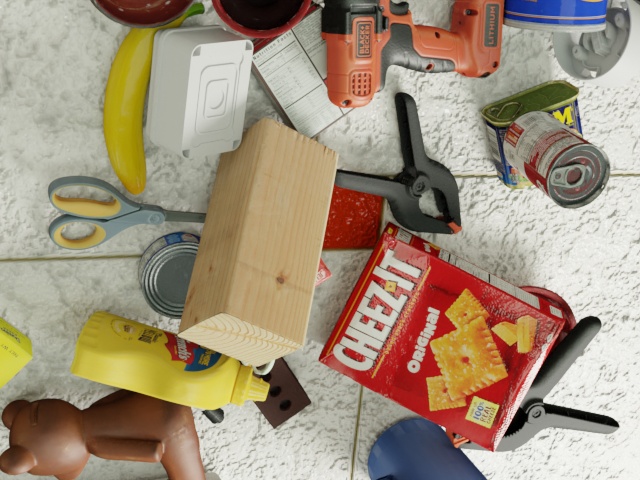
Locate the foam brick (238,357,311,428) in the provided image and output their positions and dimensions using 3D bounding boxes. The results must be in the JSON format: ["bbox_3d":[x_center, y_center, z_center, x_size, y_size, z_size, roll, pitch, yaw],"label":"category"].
[{"bbox_3d":[-0.055,0.153,1.164,0.053,0.051,0.078,-34,118,-3],"label":"foam brick"}]

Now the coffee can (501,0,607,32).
[{"bbox_3d":[0.234,-0.280,1.044,0.102,0.103,0.140,-4,109,-17],"label":"coffee can"}]

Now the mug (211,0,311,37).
[{"bbox_3d":[-0.044,-0.240,0.975,0.117,0.081,0.093,-33,102,5],"label":"mug"}]

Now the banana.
[{"bbox_3d":[-0.170,-0.139,1.012,0.069,0.037,0.198,16,106,-23],"label":"banana"}]

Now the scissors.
[{"bbox_3d":[-0.181,-0.014,1.065,0.201,0.016,0.096,17,126,-31],"label":"scissors"}]

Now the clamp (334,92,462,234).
[{"bbox_3d":[0.086,-0.058,1.128,0.120,0.039,0.171,-38,117,-3],"label":"clamp"}]

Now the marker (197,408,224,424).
[{"bbox_3d":[-0.146,0.160,1.156,0.020,0.020,0.121,-42,118,2],"label":"marker"}]

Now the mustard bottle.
[{"bbox_3d":[-0.145,0.126,1.066,0.191,0.096,0.058,16,105,-1],"label":"mustard bottle"}]

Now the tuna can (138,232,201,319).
[{"bbox_3d":[-0.144,0.036,1.096,0.086,0.034,0.086,-7,114,-16],"label":"tuna can"}]

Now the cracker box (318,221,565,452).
[{"bbox_3d":[0.129,0.103,1.143,0.214,0.072,0.164,27,102,3],"label":"cracker box"}]

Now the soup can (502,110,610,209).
[{"bbox_3d":[0.233,-0.083,1.066,0.068,0.102,0.068,-8,119,-15],"label":"soup can"}]

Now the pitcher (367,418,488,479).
[{"bbox_3d":[0.130,0.299,1.178,0.145,0.243,0.149,-29,118,-5],"label":"pitcher"}]

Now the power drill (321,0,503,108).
[{"bbox_3d":[0.088,-0.224,1.031,0.187,0.057,0.184,-7,108,-26],"label":"power drill"}]

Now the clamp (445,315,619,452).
[{"bbox_3d":[0.248,0.194,1.225,0.210,0.036,0.164,-27,117,-3],"label":"clamp"}]

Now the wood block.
[{"bbox_3d":[-0.056,0.001,1.014,0.090,0.090,0.206,25,60,-26],"label":"wood block"}]

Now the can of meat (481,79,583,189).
[{"bbox_3d":[0.231,-0.113,1.145,0.102,0.057,0.084,-22,120,-8],"label":"can of meat"}]

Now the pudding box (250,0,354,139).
[{"bbox_3d":[-0.013,-0.165,1.052,0.090,0.039,0.113,-35,116,-3],"label":"pudding box"}]
